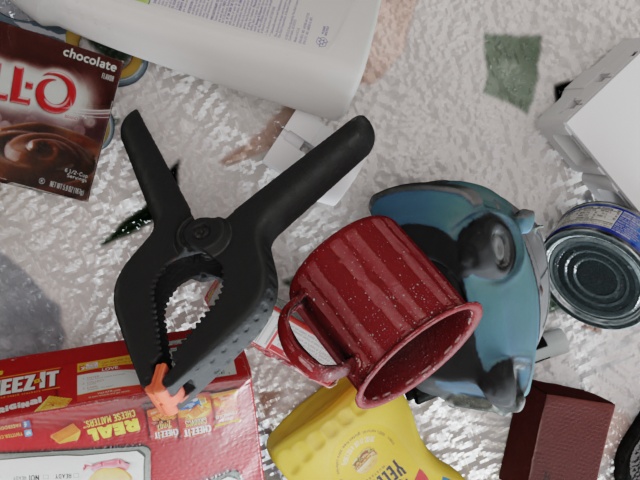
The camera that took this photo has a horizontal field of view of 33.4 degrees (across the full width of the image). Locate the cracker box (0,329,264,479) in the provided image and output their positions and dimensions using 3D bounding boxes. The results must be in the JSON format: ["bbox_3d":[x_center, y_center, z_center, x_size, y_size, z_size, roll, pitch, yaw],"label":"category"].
[{"bbox_3d":[-0.116,0.164,0.658,0.164,0.072,0.214,-9,120,-8],"label":"cracker box"}]

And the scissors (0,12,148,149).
[{"bbox_3d":[-0.190,-0.145,0.667,0.096,0.016,0.201,-41,102,-5],"label":"scissors"}]

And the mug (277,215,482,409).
[{"bbox_3d":[0.026,0.043,0.628,0.117,0.093,0.081,-24,62,-32],"label":"mug"}]

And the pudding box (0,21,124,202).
[{"bbox_3d":[-0.183,-0.079,0.634,0.113,0.039,0.090,16,85,-23],"label":"pudding box"}]

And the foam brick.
[{"bbox_3d":[0.164,0.141,0.748,0.053,0.051,0.078,12,94,-11],"label":"foam brick"}]

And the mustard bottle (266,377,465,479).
[{"bbox_3d":[0.054,0.183,0.729,0.096,0.058,0.191,-38,102,-9],"label":"mustard bottle"}]

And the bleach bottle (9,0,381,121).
[{"bbox_3d":[-0.091,-0.156,0.655,0.250,0.068,0.102,17,59,-6],"label":"bleach bottle"}]

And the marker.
[{"bbox_3d":[0.116,0.089,0.749,0.121,0.020,0.020,-18,99,-8],"label":"marker"}]

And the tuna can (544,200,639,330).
[{"bbox_3d":[0.191,0.018,0.719,0.086,0.086,0.033,54,50,-11],"label":"tuna can"}]

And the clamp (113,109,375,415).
[{"bbox_3d":[-0.054,0.001,0.616,0.165,0.036,0.210,-3,53,12],"label":"clamp"}]

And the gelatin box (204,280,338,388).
[{"bbox_3d":[-0.029,0.056,0.691,0.089,0.073,0.030,32,91,-13],"label":"gelatin box"}]
